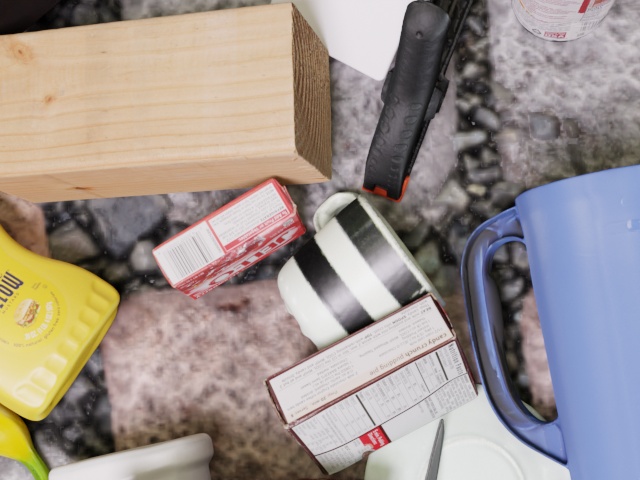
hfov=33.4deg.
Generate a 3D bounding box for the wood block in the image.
[{"bbox_3d":[-0.103,-0.079,0.660,0.206,0.090,0.090,-4,81,14],"label":"wood block"}]

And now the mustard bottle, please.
[{"bbox_3d":[-0.229,0.024,0.669,0.191,0.058,0.096,32,66,-1],"label":"mustard bottle"}]

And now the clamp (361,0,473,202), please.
[{"bbox_3d":[0.062,-0.101,0.651,0.039,0.172,0.120,29,50,10],"label":"clamp"}]

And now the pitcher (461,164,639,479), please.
[{"bbox_3d":[0.183,0.080,0.616,0.144,0.149,0.243,-3,83,-24],"label":"pitcher"}]

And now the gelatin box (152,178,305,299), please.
[{"bbox_3d":[-0.054,0.001,0.669,0.089,0.073,0.030,-31,81,-2],"label":"gelatin box"}]

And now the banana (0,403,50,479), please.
[{"bbox_3d":[-0.273,0.127,0.685,0.198,0.037,0.069,-3,80,4],"label":"banana"}]

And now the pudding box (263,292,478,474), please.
[{"bbox_3d":[0.033,0.088,0.636,0.113,0.090,0.039,-29,55,-1],"label":"pudding box"}]

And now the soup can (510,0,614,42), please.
[{"bbox_3d":[0.156,-0.171,0.663,0.068,0.102,0.068,-1,81,5],"label":"soup can"}]
